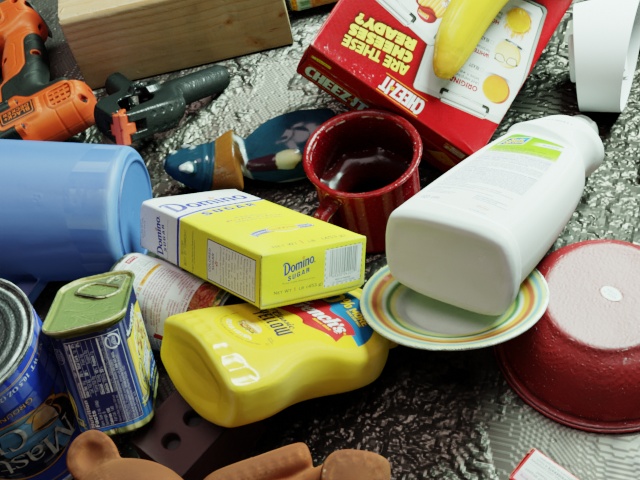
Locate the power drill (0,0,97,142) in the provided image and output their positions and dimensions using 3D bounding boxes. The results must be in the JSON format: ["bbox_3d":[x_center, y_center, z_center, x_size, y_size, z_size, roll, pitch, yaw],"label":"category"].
[{"bbox_3d":[-0.310,-0.135,1.010,0.184,0.057,0.188,-26,53,-1],"label":"power drill"}]

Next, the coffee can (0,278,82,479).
[{"bbox_3d":[-0.226,0.106,0.752,0.103,0.140,0.103,-6,52,7],"label":"coffee can"}]

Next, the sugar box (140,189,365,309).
[{"bbox_3d":[-0.055,0.001,0.801,0.093,0.048,0.176,-9,21,-36],"label":"sugar box"}]

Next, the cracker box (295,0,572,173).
[{"bbox_3d":[0.104,-0.187,0.896,0.164,0.072,0.213,34,73,-4],"label":"cracker box"}]

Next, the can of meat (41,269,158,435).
[{"bbox_3d":[-0.150,0.078,0.748,0.057,0.084,0.102,-13,18,0],"label":"can of meat"}]

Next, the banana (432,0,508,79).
[{"bbox_3d":[0.156,-0.202,0.852,0.197,0.037,0.069,-32,88,-17],"label":"banana"}]

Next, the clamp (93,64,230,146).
[{"bbox_3d":[-0.162,-0.124,0.950,0.120,0.039,0.171,-5,20,19],"label":"clamp"}]

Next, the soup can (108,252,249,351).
[{"bbox_3d":[-0.109,0.053,0.817,0.102,0.068,0.068,15,57,23],"label":"soup can"}]

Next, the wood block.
[{"bbox_3d":[-0.139,-0.227,1.027,0.206,0.090,0.091,-13,50,2],"label":"wood block"}]

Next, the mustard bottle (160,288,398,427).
[{"bbox_3d":[-0.009,0.072,0.756,0.191,0.058,0.096,-11,32,-36],"label":"mustard bottle"}]

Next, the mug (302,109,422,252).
[{"bbox_3d":[0.031,-0.036,0.848,0.093,0.081,0.117,23,60,26],"label":"mug"}]

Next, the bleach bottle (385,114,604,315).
[{"bbox_3d":[0.153,-0.037,0.798,0.103,0.068,0.250,18,35,31],"label":"bleach bottle"}]

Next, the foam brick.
[{"bbox_3d":[-0.085,0.137,0.757,0.053,0.051,0.078,29,63,28],"label":"foam brick"}]

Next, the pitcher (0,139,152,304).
[{"bbox_3d":[-0.267,-0.013,0.873,0.243,0.149,0.145,1,33,8],"label":"pitcher"}]

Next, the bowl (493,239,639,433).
[{"bbox_3d":[0.204,0.054,0.762,0.162,0.055,0.162,-5,52,7],"label":"bowl"}]
